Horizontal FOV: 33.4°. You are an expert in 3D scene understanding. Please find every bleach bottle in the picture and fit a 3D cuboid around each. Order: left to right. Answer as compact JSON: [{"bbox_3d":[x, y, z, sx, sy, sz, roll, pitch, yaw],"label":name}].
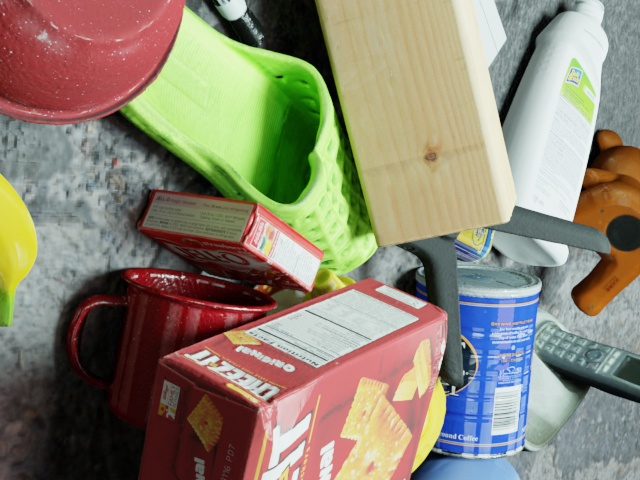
[{"bbox_3d":[0.217,-0.109,0.986,0.102,0.068,0.250,37,67,-41],"label":"bleach bottle"}]

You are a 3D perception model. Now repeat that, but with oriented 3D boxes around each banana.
[{"bbox_3d":[-0.195,-0.023,0.497,0.197,0.037,0.069,41,66,-49],"label":"banana"}]

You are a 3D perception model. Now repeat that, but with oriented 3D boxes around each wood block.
[{"bbox_3d":[0.061,-0.111,0.706,0.090,0.091,0.206,-44,121,-71],"label":"wood block"}]

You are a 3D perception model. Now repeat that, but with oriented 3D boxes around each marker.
[{"bbox_3d":[-0.067,-0.161,0.643,0.020,0.020,0.121,-61,139,-22],"label":"marker"}]

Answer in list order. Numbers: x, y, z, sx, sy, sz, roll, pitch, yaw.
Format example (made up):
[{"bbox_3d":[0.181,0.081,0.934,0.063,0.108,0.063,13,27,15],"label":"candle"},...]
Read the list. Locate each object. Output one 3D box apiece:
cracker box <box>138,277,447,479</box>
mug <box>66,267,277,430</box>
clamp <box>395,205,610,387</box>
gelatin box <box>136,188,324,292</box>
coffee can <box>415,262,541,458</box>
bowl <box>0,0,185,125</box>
[{"bbox_3d":[-0.013,0.126,0.614,0.213,0.072,0.164,-17,123,-57],"label":"cracker box"},{"bbox_3d":[-0.090,0.064,0.625,0.117,0.093,0.081,10,96,-22],"label":"mug"},{"bbox_3d":[0.107,-0.018,0.799,0.164,0.036,0.210,-34,95,-5],"label":"clamp"},{"bbox_3d":[-0.054,0.001,0.642,0.073,0.089,0.030,38,66,-49],"label":"gelatin box"},{"bbox_3d":[0.126,0.097,0.888,0.102,0.103,0.140,-9,106,-51],"label":"coffee can"},{"bbox_3d":[-0.121,-0.138,0.516,0.161,0.055,0.162,-1,91,-38],"label":"bowl"}]
